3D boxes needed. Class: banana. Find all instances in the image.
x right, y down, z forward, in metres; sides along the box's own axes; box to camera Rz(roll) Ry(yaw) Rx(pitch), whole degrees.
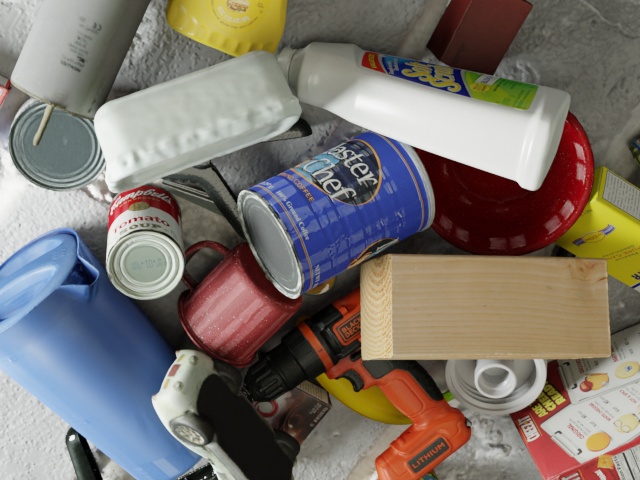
[{"bbox_3d":[0.047,0.142,1.082,0.197,0.037,0.069,26,86,-22],"label":"banana"}]

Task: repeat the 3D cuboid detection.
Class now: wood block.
[{"bbox_3d":[0.147,0.062,0.968,0.205,0.090,0.091,1,82,-15],"label":"wood block"}]

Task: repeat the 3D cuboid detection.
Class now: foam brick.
[{"bbox_3d":[0.136,-0.185,0.921,0.053,0.051,0.078,23,111,-18],"label":"foam brick"}]

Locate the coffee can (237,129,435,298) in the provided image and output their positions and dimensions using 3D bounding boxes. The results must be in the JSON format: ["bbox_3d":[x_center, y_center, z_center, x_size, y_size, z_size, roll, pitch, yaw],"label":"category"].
[{"bbox_3d":[0.014,-0.026,0.927,0.140,0.103,0.103,-27,120,-20],"label":"coffee can"}]

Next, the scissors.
[{"bbox_3d":[-0.057,0.001,1.004,0.201,0.016,0.096,8,115,-12],"label":"scissors"}]

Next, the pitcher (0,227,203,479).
[{"bbox_3d":[-0.209,0.116,0.986,0.145,0.149,0.242,-41,119,-5],"label":"pitcher"}]

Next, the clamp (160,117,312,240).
[{"bbox_3d":[-0.095,-0.087,0.943,0.171,0.039,0.120,32,93,-19],"label":"clamp"}]

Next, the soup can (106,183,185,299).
[{"bbox_3d":[-0.154,0.000,0.940,0.068,0.102,0.068,-4,116,-8],"label":"soup can"}]

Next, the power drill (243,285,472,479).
[{"bbox_3d":[0.043,0.147,1.021,0.184,0.057,0.187,-35,101,-6],"label":"power drill"}]

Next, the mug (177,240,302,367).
[{"bbox_3d":[-0.079,0.047,0.979,0.117,0.093,0.082,45,114,-1],"label":"mug"}]

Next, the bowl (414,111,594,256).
[{"bbox_3d":[0.163,-0.068,0.969,0.162,0.055,0.162,3,113,6],"label":"bowl"}]

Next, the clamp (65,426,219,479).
[{"bbox_3d":[-0.203,0.288,1.112,0.164,0.036,0.210,14,115,-14],"label":"clamp"}]

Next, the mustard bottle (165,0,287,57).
[{"bbox_3d":[-0.048,-0.246,0.859,0.096,0.058,0.192,20,111,-17],"label":"mustard bottle"}]

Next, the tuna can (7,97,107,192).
[{"bbox_3d":[-0.225,-0.088,0.924,0.086,0.034,0.086,-3,117,-7],"label":"tuna can"}]

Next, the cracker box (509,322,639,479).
[{"bbox_3d":[0.305,0.168,1.059,0.214,0.164,0.072,-26,115,4],"label":"cracker box"}]

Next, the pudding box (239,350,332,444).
[{"bbox_3d":[-0.057,0.178,1.079,0.090,0.039,0.114,30,108,-21],"label":"pudding box"}]

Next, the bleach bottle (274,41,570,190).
[{"bbox_3d":[0.073,-0.116,0.884,0.251,0.102,0.068,17,120,15],"label":"bleach bottle"}]
